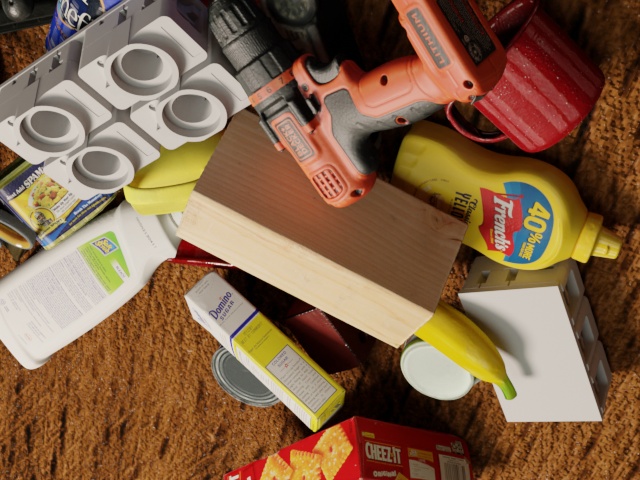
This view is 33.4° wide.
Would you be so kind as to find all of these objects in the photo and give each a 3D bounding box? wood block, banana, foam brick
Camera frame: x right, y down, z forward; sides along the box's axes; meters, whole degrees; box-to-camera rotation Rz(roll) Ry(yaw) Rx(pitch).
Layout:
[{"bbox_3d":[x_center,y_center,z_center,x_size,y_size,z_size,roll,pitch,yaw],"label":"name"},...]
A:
[{"bbox_3d":[-0.001,-0.008,0.862,0.206,0.090,0.090,27,152,-4],"label":"wood block"},{"bbox_3d":[0.087,0.072,0.935,0.198,0.037,0.070,34,144,28],"label":"banana"},{"bbox_3d":[0.011,0.083,1.037,0.051,0.053,0.078,-21,115,37],"label":"foam brick"}]

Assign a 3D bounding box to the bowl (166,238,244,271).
[{"bbox_3d":[-0.056,0.001,0.968,0.162,0.162,0.055,5,86,24],"label":"bowl"}]

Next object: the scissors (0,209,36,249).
[{"bbox_3d":[-0.363,-0.042,1.001,0.201,0.016,0.096,31,150,-23],"label":"scissors"}]

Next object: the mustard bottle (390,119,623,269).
[{"bbox_3d":[0.152,-0.026,0.874,0.192,0.058,0.096,20,128,11],"label":"mustard bottle"}]

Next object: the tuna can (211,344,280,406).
[{"bbox_3d":[-0.070,0.134,1.131,0.086,0.033,0.086,14,131,17],"label":"tuna can"}]

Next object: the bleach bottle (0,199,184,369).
[{"bbox_3d":[-0.219,0.032,1.074,0.251,0.068,0.102,-29,105,20],"label":"bleach bottle"}]

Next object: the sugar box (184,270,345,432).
[{"bbox_3d":[-0.053,0.108,1.042,0.176,0.048,0.093,44,166,12],"label":"sugar box"}]

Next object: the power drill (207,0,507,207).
[{"bbox_3d":[0.022,-0.129,0.750,0.188,0.057,0.184,-26,104,44],"label":"power drill"}]

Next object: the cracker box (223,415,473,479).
[{"bbox_3d":[0.026,0.252,1.106,0.163,0.072,0.214,18,145,-37],"label":"cracker box"}]

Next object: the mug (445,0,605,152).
[{"bbox_3d":[0.144,-0.113,0.788,0.081,0.093,0.117,41,128,-14],"label":"mug"}]

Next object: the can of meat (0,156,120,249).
[{"bbox_3d":[-0.258,-0.053,1.043,0.102,0.057,0.084,-36,110,9],"label":"can of meat"}]
